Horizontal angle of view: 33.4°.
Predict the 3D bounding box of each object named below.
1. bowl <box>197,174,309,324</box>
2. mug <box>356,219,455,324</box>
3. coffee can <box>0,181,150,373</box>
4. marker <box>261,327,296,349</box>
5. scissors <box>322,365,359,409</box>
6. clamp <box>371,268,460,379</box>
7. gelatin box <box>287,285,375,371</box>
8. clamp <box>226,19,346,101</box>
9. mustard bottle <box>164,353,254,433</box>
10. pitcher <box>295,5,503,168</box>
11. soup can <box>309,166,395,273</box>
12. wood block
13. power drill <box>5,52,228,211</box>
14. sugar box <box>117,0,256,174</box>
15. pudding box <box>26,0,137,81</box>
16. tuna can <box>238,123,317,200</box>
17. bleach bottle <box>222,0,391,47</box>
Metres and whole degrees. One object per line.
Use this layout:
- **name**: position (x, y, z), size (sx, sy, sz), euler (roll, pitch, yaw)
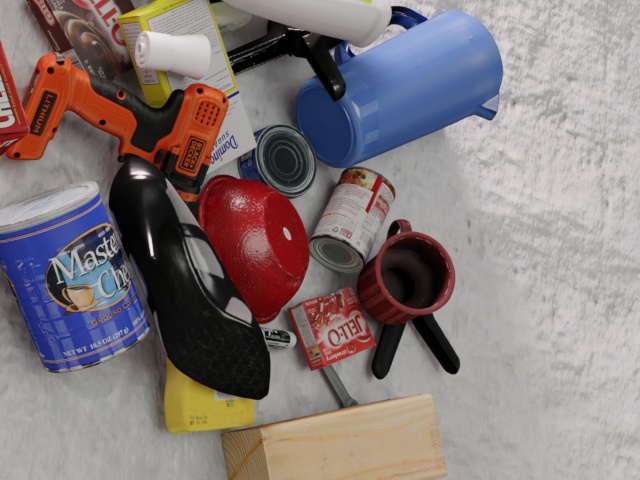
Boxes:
- **bowl**: position (-0.057, 0.001, 1.087), size (0.162, 0.055, 0.162), euler (44, 36, -46)
- **mug**: position (0.089, 0.034, 1.180), size (0.093, 0.082, 0.117), euler (-1, 73, -19)
- **coffee can**: position (-0.222, 0.031, 0.944), size (0.102, 0.103, 0.140), euler (-32, 112, -38)
- **marker**: position (-0.057, 0.098, 1.087), size (0.121, 0.020, 0.020), euler (21, 62, -66)
- **scissors**: position (0.028, 0.203, 1.164), size (0.201, 0.016, 0.096), euler (47, 55, -17)
- **clamp**: position (0.110, 0.082, 1.243), size (0.120, 0.039, 0.171), euler (13, 70, -35)
- **gelatin box**: position (0.014, 0.094, 1.162), size (0.089, 0.030, 0.073), euler (-14, 82, -47)
- **clamp**: position (-0.016, -0.219, 1.180), size (0.209, 0.165, 0.036), euler (-54, 150, -41)
- **mustard bottle**: position (-0.116, 0.091, 1.055), size (0.096, 0.058, 0.191), euler (4, 75, -47)
- **pitcher**: position (0.083, -0.181, 1.246), size (0.242, 0.149, 0.145), euler (-28, 119, -35)
- **soup can**: position (0.036, -0.023, 1.196), size (0.068, 0.069, 0.102), euler (39, 58, -23)
- **wood block**: position (0.016, 0.219, 1.089), size (0.205, 0.091, 0.090), euler (-6, 81, -31)
- **power drill**: position (-0.198, -0.084, 1.017), size (0.187, 0.057, 0.184), euler (19, 97, -26)
- **sugar box**: position (-0.134, -0.158, 1.088), size (0.093, 0.048, 0.176), euler (-33, 119, -37)
- **pudding box**: position (-0.225, -0.214, 1.057), size (0.089, 0.039, 0.113), euler (-41, 114, -37)
- **tuna can**: position (-0.046, -0.084, 1.172), size (0.086, 0.034, 0.086), euler (11, 72, -35)
- **bleach bottle**: position (-0.051, -0.264, 1.084), size (0.250, 0.068, 0.102), euler (2, 60, -35)
